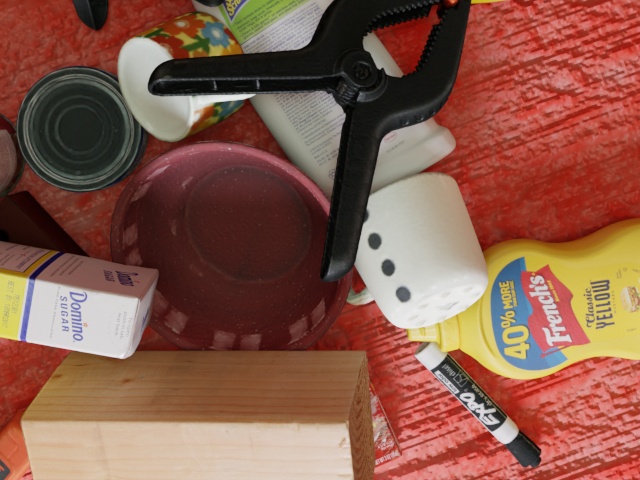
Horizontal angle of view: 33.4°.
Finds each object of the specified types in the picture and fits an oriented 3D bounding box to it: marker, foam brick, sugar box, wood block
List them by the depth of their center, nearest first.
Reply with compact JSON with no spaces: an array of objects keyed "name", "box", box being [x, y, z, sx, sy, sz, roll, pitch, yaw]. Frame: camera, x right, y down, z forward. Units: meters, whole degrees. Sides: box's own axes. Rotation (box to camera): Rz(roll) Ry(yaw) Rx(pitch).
[{"name":"sugar box","box":[-0.193,0.029,0.651,0.176,0.093,0.048,13,98,-3]},{"name":"wood block","box":[-0.073,0.130,0.691,0.206,0.090,0.091,-1,113,11]},{"name":"foam brick","box":[-0.196,0.012,0.723,0.053,0.051,0.078,-43,96,3]},{"name":"marker","box":[0.114,0.118,0.763,0.020,0.020,0.121,-44,96,3]}]

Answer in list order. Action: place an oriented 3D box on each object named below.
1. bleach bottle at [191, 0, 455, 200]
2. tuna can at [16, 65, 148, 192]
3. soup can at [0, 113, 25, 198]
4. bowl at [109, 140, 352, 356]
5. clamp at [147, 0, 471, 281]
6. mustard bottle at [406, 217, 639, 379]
[{"name":"bleach bottle","box":[-0.018,-0.142,0.709,0.102,0.068,0.251,-32,94,1]},{"name":"tuna can","box":[-0.161,-0.075,0.724,0.086,0.034,0.086,0,96,-2]},{"name":"soup can","box":[-0.236,-0.053,0.689,0.068,0.102,0.068,0,96,-2]},{"name":"bowl","box":[-0.055,0.001,0.710,0.162,0.055,0.162,5,116,10]},{"name":"clamp","box":[0.010,-0.101,0.654,0.164,0.036,0.209,41,71,-2]},{"name":"mustard bottle","box":[0.154,0.045,0.737,0.191,0.058,0.096,-9,99,-1]}]
